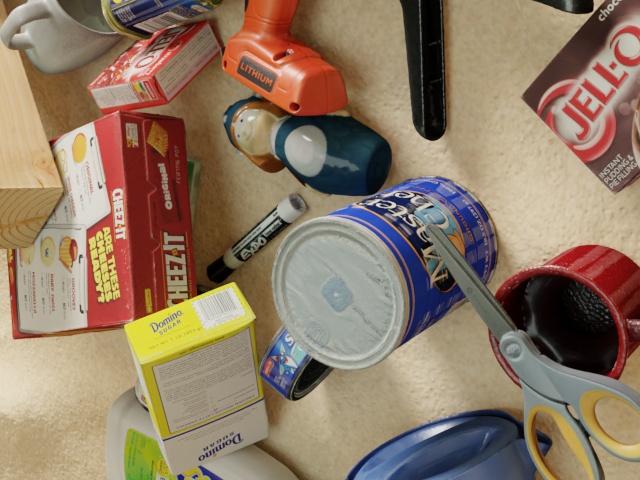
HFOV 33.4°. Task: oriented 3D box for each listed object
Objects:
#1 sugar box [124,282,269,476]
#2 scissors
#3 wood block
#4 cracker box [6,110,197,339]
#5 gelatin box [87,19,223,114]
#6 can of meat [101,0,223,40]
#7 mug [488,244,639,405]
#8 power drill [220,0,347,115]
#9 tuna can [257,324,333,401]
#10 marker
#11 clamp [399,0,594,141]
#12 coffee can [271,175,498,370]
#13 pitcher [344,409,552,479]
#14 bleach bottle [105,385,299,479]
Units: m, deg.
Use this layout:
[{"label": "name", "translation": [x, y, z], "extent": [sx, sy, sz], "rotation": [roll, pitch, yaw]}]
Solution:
[{"label": "sugar box", "translation": [-0.095, 0.115, 0.854], "extent": [0.176, 0.093, 0.048], "rotation": [90, 155, -52]}, {"label": "scissors", "translation": [0.142, 0.068, 0.665], "extent": [0.096, 0.016, 0.202], "rotation": [-21, 92, 36]}, {"label": "wood block", "translation": [-0.297, -0.101, 0.895], "extent": [0.090, 0.090, 0.206], "rotation": [-48, 56, 42]}, {"label": "cracker box", "translation": [-0.191, -0.005, 0.900], "extent": [0.214, 0.071, 0.164], "rotation": [-12, 82, 48]}, {"label": "gelatin box", "translation": [-0.130, -0.139, 0.848], "extent": [0.073, 0.089, 0.030], "rotation": [-2, 128, 36]}, {"label": "can of meat", "translation": [-0.121, -0.217, 0.826], "extent": [0.084, 0.057, 0.102], "rotation": [-12, 77, 34]}, {"label": "mug", "translation": [0.179, 0.050, 0.696], "extent": [0.117, 0.081, 0.093], "rotation": [-5, 102, 36]}, {"label": "power drill", "translation": [-0.005, -0.186, 0.738], "extent": [0.185, 0.057, 0.188], "rotation": [37, 128, 42]}, {"label": "tuna can", "translation": [-0.008, 0.084, 0.834], "extent": [0.034, 0.086, 0.086], "rotation": [38, 123, 17]}, {"label": "marker", "translation": [-0.056, 0.001, 0.883], "extent": [0.121, 0.020, 0.020], "rotation": [-39, 81, 36]}, {"label": "clamp", "translation": [0.071, -0.182, 0.723], "extent": [0.210, 0.036, 0.165], "rotation": [56, 136, 15]}, {"label": "coffee can", "translation": [0.048, 0.018, 0.740], "extent": [0.103, 0.140, 0.103], "rotation": [11, 111, 32]}, {"label": "pitcher", "translation": [0.111, 0.259, 0.780], "extent": [0.149, 0.144, 0.243], "rotation": [-12, 101, 57]}, {"label": "bleach bottle", "translation": [-0.074, 0.215, 0.937], "extent": [0.251, 0.068, 0.103], "rotation": [19, 115, 27]}]
